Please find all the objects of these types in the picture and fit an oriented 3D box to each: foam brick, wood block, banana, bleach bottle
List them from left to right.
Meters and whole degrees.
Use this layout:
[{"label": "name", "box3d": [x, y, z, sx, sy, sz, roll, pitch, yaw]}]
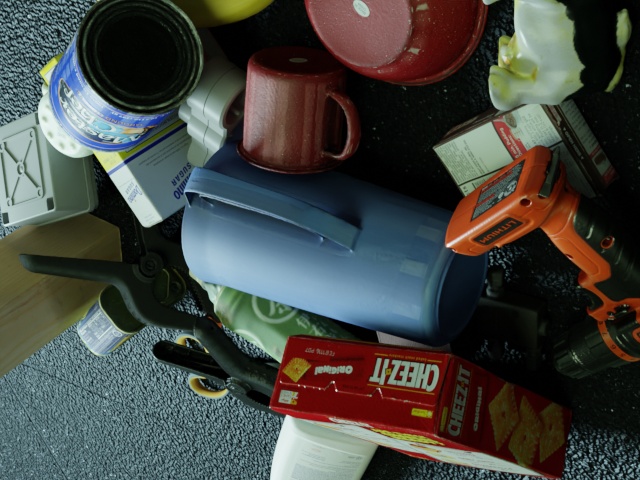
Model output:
[{"label": "wood block", "box3d": [-0.318, 0.054, 1.153, 0.091, 0.205, 0.090, 23, 131, 26]}, {"label": "banana", "box3d": [-0.098, -0.211, 0.893, 0.198, 0.037, 0.069, -11, 116, 27]}, {"label": "bleach bottle", "box3d": [-0.014, 0.247, 1.131, 0.102, 0.068, 0.251, 16, 136, -7]}, {"label": "foam brick", "box3d": [0.095, 0.078, 0.944, 0.078, 0.052, 0.051, 3, 121, 39]}]

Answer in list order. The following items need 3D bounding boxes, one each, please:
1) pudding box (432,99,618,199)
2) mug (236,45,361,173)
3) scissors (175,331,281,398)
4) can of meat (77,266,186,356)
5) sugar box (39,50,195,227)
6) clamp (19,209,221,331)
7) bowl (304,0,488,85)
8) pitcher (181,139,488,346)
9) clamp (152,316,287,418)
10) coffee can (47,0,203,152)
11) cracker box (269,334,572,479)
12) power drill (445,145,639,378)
[{"label": "pudding box", "box3d": [0.154, -0.060, 0.811, 0.114, 0.039, 0.090, -23, 105, 48]}, {"label": "mug", "box3d": [-0.013, -0.106, 0.873, 0.117, 0.093, 0.081, 30, 127, 39]}, {"label": "scissors", "box3d": [-0.091, 0.124, 1.155, 0.202, 0.016, 0.096, -27, 100, 46]}, {"label": "can of meat", "box3d": [-0.206, 0.072, 1.152, 0.057, 0.101, 0.084, 51, 140, 0]}, {"label": "sugar box", "box3d": [-0.174, -0.109, 1.004, 0.048, 0.093, 0.176, -19, 105, 52]}, {"label": "clamp", "box3d": [-0.177, 0.014, 1.094, 0.210, 0.164, 0.036, 38, 167, -18]}, {"label": "bowl", "box3d": [0.043, -0.183, 0.804, 0.162, 0.055, 0.162, 21, 130, 27]}, {"label": "pitcher", "box3d": [0.008, 0.001, 0.893, 0.243, 0.149, 0.145, 17, 124, 29]}, {"label": "clamp", "box3d": [-0.082, 0.132, 1.094, 0.171, 0.039, 0.120, 26, 155, -11]}, {"label": "coffee can", "box3d": [-0.167, -0.138, 0.897, 0.103, 0.102, 0.140, 56, 157, -7]}, {"label": "cracker box", "box3d": [0.090, 0.140, 0.895, 0.164, 0.072, 0.213, 1, 162, 39]}, {"label": "power drill", "box3d": [0.188, 0.024, 0.795, 0.187, 0.057, 0.185, 33, 140, -13]}]
